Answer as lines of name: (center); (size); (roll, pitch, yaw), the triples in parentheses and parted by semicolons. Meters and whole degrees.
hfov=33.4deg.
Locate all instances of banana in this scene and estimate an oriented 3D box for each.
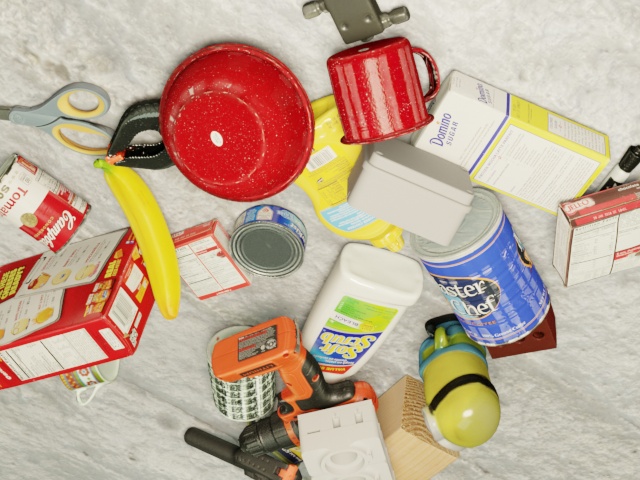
banana: (-0.195, -0.009, 1.173); (0.037, 0.069, 0.198); (-14, 110, 29)

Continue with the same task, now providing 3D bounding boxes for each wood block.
wood block: (0.082, 0.276, 1.378); (0.090, 0.090, 0.206); (30, 129, -17)

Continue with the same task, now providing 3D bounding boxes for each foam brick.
foam brick: (0.227, 0.095, 1.220); (0.078, 0.051, 0.053); (-13, 128, 20)

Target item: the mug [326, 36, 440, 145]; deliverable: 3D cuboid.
mug: (0.063, -0.146, 1.008); (0.117, 0.093, 0.081); (-22, 107, -23)

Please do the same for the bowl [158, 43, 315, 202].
bowl: (-0.089, -0.105, 1.029); (0.162, 0.055, 0.162); (5, 112, 13)

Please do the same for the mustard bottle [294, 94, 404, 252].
mustard bottle: (0.032, -0.056, 1.113); (0.096, 0.058, 0.191); (-29, 122, 18)

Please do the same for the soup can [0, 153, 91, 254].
soup can: (-0.314, -0.041, 1.179); (0.102, 0.068, 0.069); (37, 127, -21)

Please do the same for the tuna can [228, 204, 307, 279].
tuna can: (-0.058, 0.001, 1.196); (0.086, 0.033, 0.086); (5, 132, 5)

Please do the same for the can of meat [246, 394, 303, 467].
can of meat: (-0.030, 0.240, 1.388); (0.084, 0.057, 0.102); (-32, 119, 30)

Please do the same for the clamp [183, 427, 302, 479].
clamp: (-0.075, 0.302, 1.406); (0.164, 0.036, 0.210); (34, 162, -26)

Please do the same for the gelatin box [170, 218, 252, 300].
gelatin box: (-0.129, 0.023, 1.229); (0.073, 0.030, 0.089); (-18, 126, 25)

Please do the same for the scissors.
scissors: (-0.306, -0.144, 1.120); (0.201, 0.016, 0.096); (19, 130, -8)

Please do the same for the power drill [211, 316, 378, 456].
power drill: (-0.048, 0.176, 1.244); (0.185, 0.057, 0.187); (-24, 134, 15)

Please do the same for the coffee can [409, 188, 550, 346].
coffee can: (0.171, 0.029, 1.136); (0.103, 0.102, 0.140); (-19, 126, 24)

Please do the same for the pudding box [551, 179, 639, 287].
pudding box: (0.289, -0.006, 1.096); (0.090, 0.039, 0.113); (-15, 142, -3)

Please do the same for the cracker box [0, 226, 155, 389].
cracker box: (-0.292, 0.078, 1.216); (0.214, 0.164, 0.072); (-16, 125, 22)

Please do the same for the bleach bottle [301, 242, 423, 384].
bleach bottle: (0.031, 0.113, 1.263); (0.102, 0.068, 0.251); (17, 134, -7)

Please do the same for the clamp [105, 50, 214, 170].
clamp: (-0.140, -0.113, 1.103); (0.172, 0.039, 0.120); (-28, 117, 24)

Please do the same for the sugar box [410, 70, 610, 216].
sugar box: (0.187, -0.095, 1.063); (0.176, 0.048, 0.093); (24, 133, -8)
